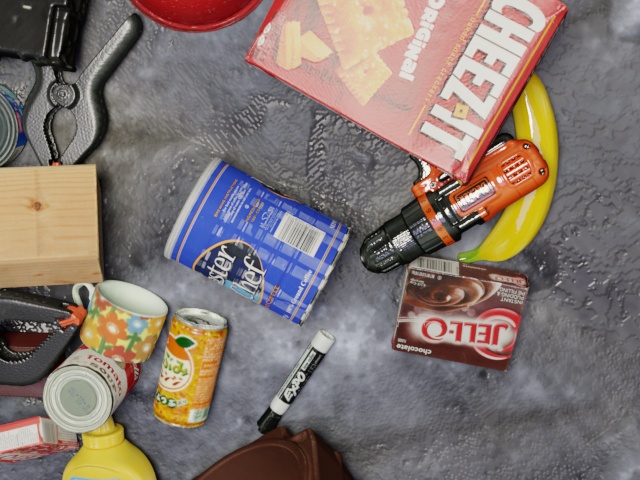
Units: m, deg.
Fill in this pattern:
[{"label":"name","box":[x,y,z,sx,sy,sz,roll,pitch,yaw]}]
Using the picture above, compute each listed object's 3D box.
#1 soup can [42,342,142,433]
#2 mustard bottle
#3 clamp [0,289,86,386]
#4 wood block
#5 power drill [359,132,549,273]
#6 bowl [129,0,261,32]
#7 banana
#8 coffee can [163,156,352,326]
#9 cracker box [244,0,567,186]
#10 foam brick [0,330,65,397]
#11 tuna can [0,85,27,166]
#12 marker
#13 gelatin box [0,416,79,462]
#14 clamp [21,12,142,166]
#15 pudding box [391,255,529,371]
[{"label":"soup can","box":[-0.215,0.134,1.013,0.068,0.102,0.068,1,102,5]},{"label":"mustard bottle","box":[-0.208,0.259,1.061,0.096,0.058,0.191,-1,102,20]},{"label":"clamp","box":[-0.314,0.111,0.997,0.210,0.036,0.164,-13,106,8]},{"label":"wood block","box":[-0.303,-0.009,0.959,0.206,0.090,0.091,-3,74,-9]},{"label":"power drill","box":[0.081,-0.084,0.945,0.184,0.057,0.187,-31,87,11]},{"label":"bowl","box":[-0.117,-0.265,0.944,0.162,0.055,0.162,1,102,6]},{"label":"banana","box":[0.180,-0.061,0.966,0.069,0.037,0.198,14,103,2]},{"label":"coffee can","box":[-0.056,0.001,0.969,0.140,0.102,0.103,28,103,-1]},{"label":"cracker box","box":[0.068,-0.167,0.876,0.214,0.072,0.164,30,97,7]},{"label":"foam brick","box":[-0.295,0.120,1.044,0.078,0.051,0.053,1,102,5]},{"label":"tuna can","box":[-0.321,-0.108,1.008,0.086,0.033,0.086,1,102,6]},{"label":"marker","box":[-0.026,0.140,1.038,0.020,0.020,0.121,33,103,-2]},{"label":"gelatin box","box":[-0.287,0.196,1.041,0.073,0.089,0.030,-14,74,7]},{"label":"clamp","box":[-0.224,-0.140,0.989,0.120,0.039,0.171,2,99,11]},{"label":"pudding box","box":[0.129,0.066,0.990,0.113,0.039,0.090,11,114,5]}]
